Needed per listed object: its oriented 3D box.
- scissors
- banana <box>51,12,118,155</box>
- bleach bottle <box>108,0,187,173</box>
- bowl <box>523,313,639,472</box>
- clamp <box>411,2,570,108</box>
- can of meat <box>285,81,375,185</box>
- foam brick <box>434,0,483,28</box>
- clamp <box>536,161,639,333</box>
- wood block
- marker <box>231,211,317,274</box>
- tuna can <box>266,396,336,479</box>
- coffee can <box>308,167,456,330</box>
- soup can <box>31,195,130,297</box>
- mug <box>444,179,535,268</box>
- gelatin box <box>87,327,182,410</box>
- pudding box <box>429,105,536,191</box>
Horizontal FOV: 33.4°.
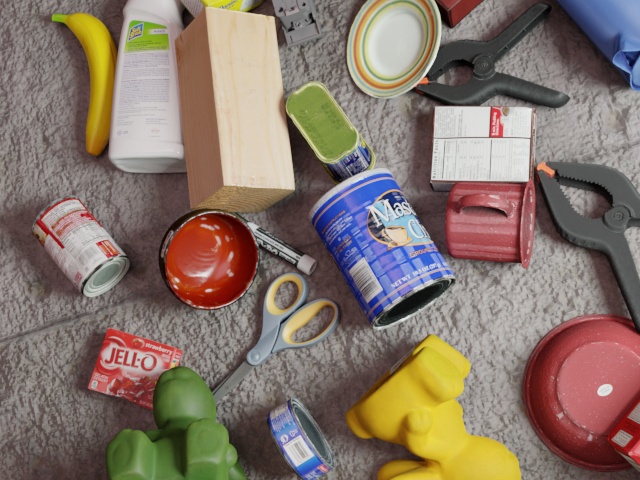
[{"bbox_3d":[-0.073,0.109,1.185,0.202,0.016,0.096,-29,71,5],"label":"scissors"},{"bbox_3d":[-0.272,-0.201,1.294,0.070,0.037,0.198,-26,71,26],"label":"banana"},{"bbox_3d":[-0.190,-0.207,1.261,0.102,0.068,0.251,0,75,9],"label":"bleach bottle"},{"bbox_3d":[0.284,0.150,1.071,0.162,0.055,0.162,-3,77,13],"label":"bowl"},{"bbox_3d":[0.189,-0.181,1.178,0.172,0.039,0.120,-21,69,14],"label":"clamp"},{"bbox_3d":[0.010,-0.119,1.181,0.057,0.084,0.102,-36,72,3],"label":"can of meat"},{"bbox_3d":[0.140,-0.290,1.206,0.051,0.053,0.078,-43,73,1],"label":"foam brick"},{"bbox_3d":[0.307,-0.009,1.107,0.210,0.036,0.164,31,76,20],"label":"clamp"},{"bbox_3d":[-0.097,-0.142,1.193,0.090,0.091,0.206,2,73,-31],"label":"wood block"},{"bbox_3d":[-0.058,0.001,1.204,0.121,0.020,0.020,30,86,18],"label":"marker"},{"bbox_3d":[-0.020,0.208,1.113,0.034,0.086,0.086,-33,72,5],"label":"tuna can"},{"bbox_3d":[0.065,0.009,1.129,0.103,0.102,0.140,-32,73,4],"label":"coffee can"},{"bbox_3d":[-0.275,0.007,1.228,0.068,0.068,0.102,-43,72,1],"label":"soup can"},{"bbox_3d":[0.174,-0.023,1.107,0.082,0.117,0.093,4,76,19],"label":"mug"},{"bbox_3d":[-0.209,0.145,1.201,0.089,0.030,0.073,16,81,16],"label":"gelatin box"},{"bbox_3d":[0.177,-0.100,1.162,0.114,0.039,0.090,2,78,15],"label":"pudding box"}]
